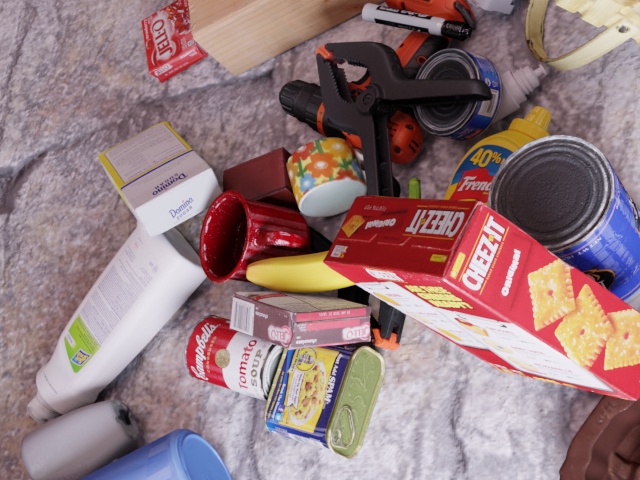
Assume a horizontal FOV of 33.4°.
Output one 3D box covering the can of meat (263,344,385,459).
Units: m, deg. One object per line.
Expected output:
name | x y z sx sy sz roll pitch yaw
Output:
can of meat | 0.002 0.144 0.999 0.084 0.057 0.102 8 72 37

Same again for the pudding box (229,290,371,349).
pudding box | -0.020 0.073 1.002 0.114 0.089 0.039 14 103 56

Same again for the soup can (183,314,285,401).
soup can | -0.075 0.117 1.053 0.102 0.068 0.068 12 75 35

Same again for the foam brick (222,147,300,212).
foam brick | -0.058 -0.054 1.131 0.078 0.053 0.051 -19 59 23

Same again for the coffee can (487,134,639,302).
coffee can | 0.212 -0.011 0.885 0.103 0.140 0.103 -14 62 26

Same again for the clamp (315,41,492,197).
clamp | 0.054 -0.121 1.033 0.210 0.036 0.165 43 107 40

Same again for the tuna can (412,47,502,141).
tuna can | 0.129 -0.139 1.015 0.086 0.033 0.086 -5 83 46

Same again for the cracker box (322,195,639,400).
cracker box | 0.134 0.042 0.835 0.164 0.213 0.072 5 66 59

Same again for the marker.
marker | 0.095 -0.217 1.060 0.121 0.020 0.020 19 79 32

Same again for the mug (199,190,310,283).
mug | -0.057 0.001 1.067 0.117 0.081 0.093 -7 75 53

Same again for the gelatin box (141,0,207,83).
gelatin box | -0.180 -0.249 1.313 0.073 0.030 0.089 -25 57 21

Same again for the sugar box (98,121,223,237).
sugar box | -0.177 -0.070 1.168 0.093 0.048 0.176 -29 34 -9

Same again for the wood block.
wood block | -0.040 -0.282 1.203 0.206 0.090 0.091 -23 57 22

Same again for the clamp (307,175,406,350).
clamp | 0.037 0.030 1.042 0.120 0.039 0.171 -28 56 39

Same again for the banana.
banana | 0.025 0.010 0.992 0.198 0.069 0.037 -29 14 22

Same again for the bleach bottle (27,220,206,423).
bleach bottle | -0.235 0.095 1.169 0.251 0.068 0.103 -48 49 7

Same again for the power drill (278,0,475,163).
power drill | 0.061 -0.185 1.116 0.185 0.057 0.187 28 87 34

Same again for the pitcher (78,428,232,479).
pitcher | -0.198 0.291 1.022 0.243 0.149 0.145 -31 40 13

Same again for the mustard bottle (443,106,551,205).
mustard bottle | 0.159 -0.038 0.983 0.096 0.058 0.191 26 83 47
